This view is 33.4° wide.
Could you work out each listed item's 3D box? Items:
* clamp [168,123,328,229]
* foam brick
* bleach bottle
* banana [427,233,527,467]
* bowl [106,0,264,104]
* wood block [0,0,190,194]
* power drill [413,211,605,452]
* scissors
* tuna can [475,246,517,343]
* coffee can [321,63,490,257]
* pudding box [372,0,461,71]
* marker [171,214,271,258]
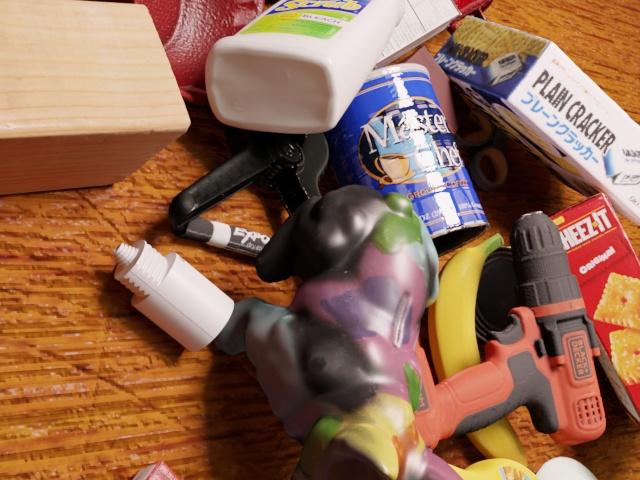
[{"bbox_3d":[-0.041,-0.057,0.788,0.164,0.036,0.210,23,45,-34],"label":"clamp"},{"bbox_3d":[0.088,-0.125,0.965,0.078,0.051,0.052,53,40,-8],"label":"foam brick"},{"bbox_3d":[0.002,-0.165,0.831,0.250,0.103,0.068,-61,154,-54],"label":"bleach bottle"},{"bbox_3d":[0.124,0.090,0.862,0.037,0.069,0.198,62,24,-77],"label":"banana"},{"bbox_3d":[-0.104,-0.180,0.768,0.161,0.055,0.162,-17,109,-60],"label":"bowl"},{"bbox_3d":[-0.191,-0.082,0.623,0.205,0.091,0.090,-10,75,-48],"label":"wood block"},{"bbox_3d":[0.124,0.078,0.811,0.187,0.057,0.184,-10,83,-23],"label":"power drill"},{"bbox_3d":[0.190,-0.099,1.081,0.201,0.016,0.096,-8,74,-48],"label":"scissors"},{"bbox_3d":[0.163,0.047,0.910,0.033,0.086,0.086,-1,68,-48],"label":"tuna can"},{"bbox_3d":[0.063,-0.056,0.857,0.102,0.103,0.140,-7,73,-47],"label":"coffee can"},{"bbox_3d":[0.059,-0.212,0.967,0.113,0.039,0.090,-33,93,-21],"label":"pudding box"},{"bbox_3d":[-0.055,0.001,0.767,0.120,0.020,0.020,16,56,-39],"label":"marker"}]
